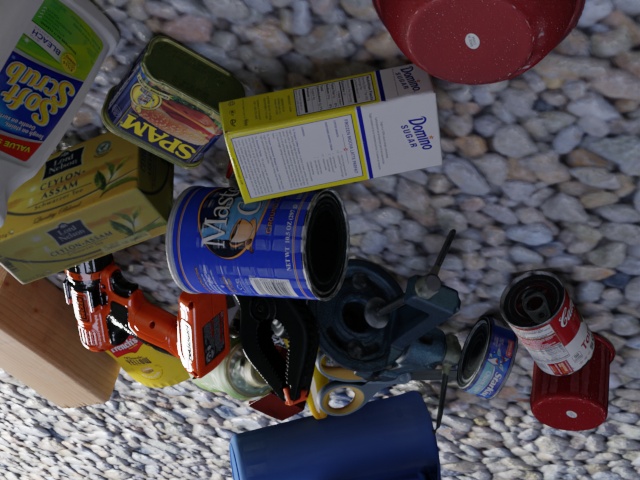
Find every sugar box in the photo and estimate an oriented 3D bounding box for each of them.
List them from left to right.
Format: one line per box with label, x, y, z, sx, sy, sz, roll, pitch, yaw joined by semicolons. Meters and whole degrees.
sugar box;0.011;-0.090;0.896;0.176;0.048;0.093;-12;143;1

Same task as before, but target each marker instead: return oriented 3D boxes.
marker;-0.047;0.117;1.271;0.121;0.020;0.020;21;145;-11

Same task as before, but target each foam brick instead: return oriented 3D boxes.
foam brick;-0.046;0.171;1.296;0.051;0.078;0.053;31;142;-22

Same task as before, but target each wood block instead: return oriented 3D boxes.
wood block;-0.345;0.117;1.308;0.091;0.090;0.206;-12;139;33

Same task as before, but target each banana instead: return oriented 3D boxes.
banana;-0.027;0.124;1.225;0.037;0.069;0.197;0;138;29

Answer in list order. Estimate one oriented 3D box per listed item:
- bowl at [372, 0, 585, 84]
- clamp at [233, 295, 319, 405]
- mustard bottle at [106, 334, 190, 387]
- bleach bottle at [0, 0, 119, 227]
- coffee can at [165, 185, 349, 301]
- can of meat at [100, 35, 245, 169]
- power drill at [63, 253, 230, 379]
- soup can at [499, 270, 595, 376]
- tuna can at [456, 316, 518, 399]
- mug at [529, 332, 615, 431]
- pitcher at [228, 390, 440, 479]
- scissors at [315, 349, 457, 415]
bowl;0.112;-0.166;0.785;0.162;0.055;0.162;9;146;6
clamp;-0.044;0.057;1.066;0.165;0.210;0.036;-27;170;38
mustard bottle;-0.232;0.107;1.284;0.096;0.058;0.191;-9;140;28
bleach bottle;-0.240;-0.094;0.830;0.068;0.250;0.102;-15;137;34
coffee can;-0.056;0.001;0.984;0.140;0.102;0.102;2;144;24
can of meat;-0.126;-0.120;0.929;0.102;0.057;0.084;27;140;-21
power drill;-0.184;0.053;1.098;0.188;0.057;0.184;18;129;28
soup can;0.233;0.086;1.092;0.069;0.068;0.102;-10;140;29
tuna can;0.179;0.126;1.151;0.033;0.086;0.086;20;145;-8
mug;0.267;0.160;1.173;0.093;0.081;0.117;25;144;-17
pitcher;0.019;0.271;1.283;0.242;0.145;0.149;-9;161;-10
scissors;0.081;0.173;1.246;0.201;0.016;0.096;17;104;-19
